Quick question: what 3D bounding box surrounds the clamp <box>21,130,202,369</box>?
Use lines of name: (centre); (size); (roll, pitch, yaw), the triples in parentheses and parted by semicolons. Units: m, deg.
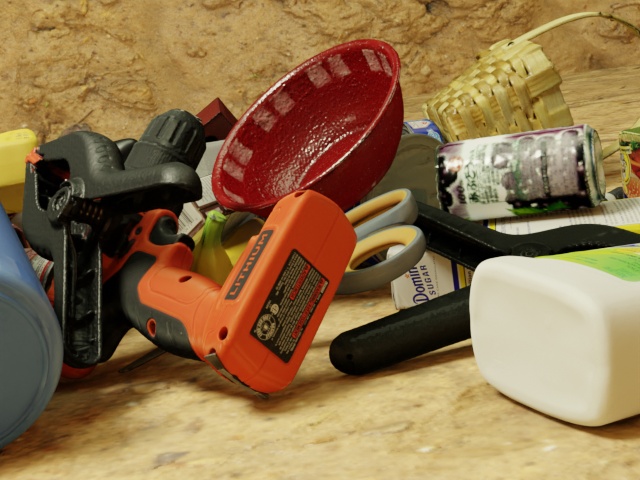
clamp: (-0.124, -0.021, 0.596); (0.039, 0.120, 0.172); (34, 13, -42)

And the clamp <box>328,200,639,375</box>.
clamp: (0.111, 0.028, 0.599); (0.210, 0.036, 0.164); (5, 35, 20)

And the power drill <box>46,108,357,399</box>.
power drill: (-0.071, 0.005, 0.608); (0.188, 0.184, 0.057); (7, -25, 44)

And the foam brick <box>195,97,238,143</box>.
foam brick: (-0.087, -0.081, 0.972); (0.053, 0.078, 0.051); (-39, 23, 9)

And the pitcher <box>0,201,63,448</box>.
pitcher: (-0.230, 0.028, 0.589); (0.144, 0.149, 0.243); (-17, 29, -22)

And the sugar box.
sugar box: (0.137, 0.008, 0.710); (0.176, 0.048, 0.093); (-9, 11, 12)

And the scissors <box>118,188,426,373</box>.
scissors: (-0.021, 0.033, 0.609); (0.201, 0.016, 0.096); (-35, 24, -11)

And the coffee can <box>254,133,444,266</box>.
coffee can: (0.028, -0.031, 0.834); (0.102, 0.103, 0.141); (-16, 13, -37)

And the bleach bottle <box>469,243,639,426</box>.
bleach bottle: (0.204, 0.026, 0.525); (0.250, 0.068, 0.103); (-10, 13, -25)

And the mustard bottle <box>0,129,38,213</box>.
mustard bottle: (-0.290, -0.034, 0.738); (0.191, 0.058, 0.096); (-11, 2, -18)

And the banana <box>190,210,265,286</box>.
banana: (-0.065, 0.017, 0.756); (0.037, 0.069, 0.198); (31, 2, 2)

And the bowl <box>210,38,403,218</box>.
bowl: (0.002, -0.066, 0.751); (0.162, 0.055, 0.162); (-30, 33, 21)
